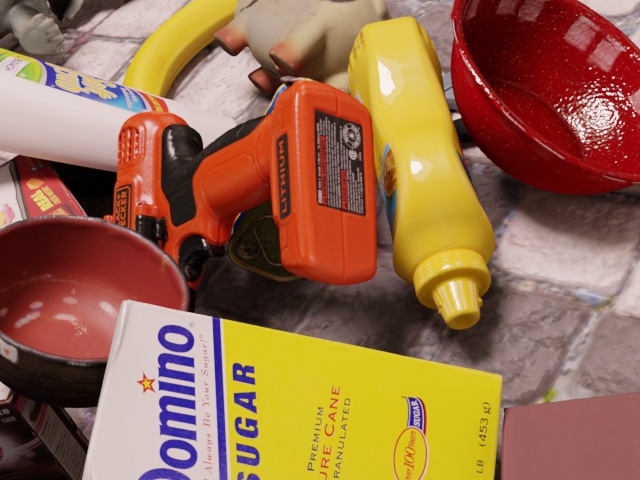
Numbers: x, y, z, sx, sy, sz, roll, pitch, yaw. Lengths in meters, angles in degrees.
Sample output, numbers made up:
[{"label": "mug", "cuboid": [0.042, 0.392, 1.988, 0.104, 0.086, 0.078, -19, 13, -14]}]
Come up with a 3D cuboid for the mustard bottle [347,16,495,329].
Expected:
[{"label": "mustard bottle", "cuboid": [0.060, -0.033, 0.615, 0.058, 0.096, 0.191, -10, 53, -1]}]

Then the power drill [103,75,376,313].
[{"label": "power drill", "cuboid": [-0.054, 0.001, 0.589, 0.188, 0.057, 0.184, -14, 73, 43]}]

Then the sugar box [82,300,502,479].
[{"label": "sugar box", "cuboid": [-0.012, 0.090, 0.475, 0.176, 0.048, 0.093, 12, 69, -10]}]

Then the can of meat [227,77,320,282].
[{"label": "can of meat", "cuboid": [-0.017, -0.039, 0.669, 0.102, 0.057, 0.084, -56, 24, 33]}]

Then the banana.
[{"label": "banana", "cuboid": [-0.110, -0.156, 0.884, 0.069, 0.037, 0.197, 25, 60, 8]}]

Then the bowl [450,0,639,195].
[{"label": "bowl", "cuboid": [0.135, -0.081, 0.630, 0.162, 0.055, 0.162, 17, 47, -19]}]

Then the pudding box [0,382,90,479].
[{"label": "pudding box", "cuboid": [-0.197, 0.113, 0.598, 0.113, 0.090, 0.039, -13, 41, 12]}]

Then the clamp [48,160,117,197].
[{"label": "clamp", "cuboid": [-0.200, -0.065, 0.827, 0.172, 0.039, 0.120, 18, 75, 35]}]

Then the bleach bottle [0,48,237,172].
[{"label": "bleach bottle", "cuboid": [-0.156, -0.082, 0.739, 0.250, 0.068, 0.102, 13, 18, -5]}]
